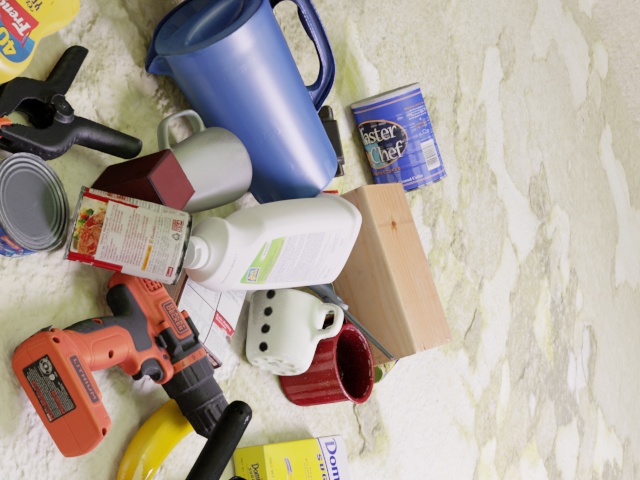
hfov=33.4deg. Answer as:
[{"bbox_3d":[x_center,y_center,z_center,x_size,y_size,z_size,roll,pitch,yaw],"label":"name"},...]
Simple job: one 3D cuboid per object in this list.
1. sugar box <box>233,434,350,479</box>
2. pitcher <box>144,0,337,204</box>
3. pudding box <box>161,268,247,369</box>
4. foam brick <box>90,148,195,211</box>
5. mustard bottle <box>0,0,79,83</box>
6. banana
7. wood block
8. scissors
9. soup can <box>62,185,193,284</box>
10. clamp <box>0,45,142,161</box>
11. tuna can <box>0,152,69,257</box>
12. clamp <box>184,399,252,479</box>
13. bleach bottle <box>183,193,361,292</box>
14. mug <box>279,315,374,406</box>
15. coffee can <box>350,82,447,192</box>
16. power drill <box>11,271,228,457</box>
[{"bbox_3d":[-0.025,0.265,1.169,0.175,0.048,0.093,8,72,-58],"label":"sugar box"},{"bbox_3d":[-0.064,-0.158,1.173,0.144,0.149,0.242,-61,137,-35],"label":"pitcher"},{"bbox_3d":[-0.123,0.064,1.089,0.090,0.039,0.113,51,35,-34],"label":"pudding box"},{"bbox_3d":[-0.171,-0.045,1.013,0.051,0.078,0.053,62,34,-27],"label":"foam brick"},{"bbox_3d":[-0.280,-0.187,0.902,0.096,0.058,0.191,58,34,-28],"label":"mustard bottle"},{"bbox_3d":[-0.135,0.185,1.018,0.197,0.037,0.069,-18,92,-61],"label":"banana"},{"bbox_3d":[0.074,0.042,1.297,0.090,0.090,0.206,-8,78,-53],"label":"wood block"},{"bbox_3d":[0.022,0.073,1.242,0.202,0.016,0.096,41,7,19],"label":"scissors"},{"bbox_3d":[-0.171,-0.004,0.953,0.102,0.069,0.068,14,58,-12],"label":"soup can"},{"bbox_3d":[-0.232,-0.106,0.959,0.120,0.039,0.171,50,36,-3],"label":"clamp"},{"bbox_3d":[-0.255,-0.029,0.904,0.086,0.034,0.086,32,51,-52],"label":"tuna can"},{"bbox_3d":[-0.122,0.245,0.946,0.209,0.036,0.165,-46,155,-39],"label":"clamp"},{"bbox_3d":[-0.057,0.001,1.099,0.250,0.068,0.103,-2,118,-57],"label":"bleach bottle"},{"bbox_3d":[0.007,0.138,1.240,0.093,0.082,0.117,47,41,-41],"label":"mug"},{"bbox_3d":[0.112,-0.143,1.520,0.102,0.103,0.140,-32,107,-59],"label":"coffee can"},{"bbox_3d":[-0.168,0.120,0.939,0.184,0.057,0.187,58,28,3],"label":"power drill"}]
